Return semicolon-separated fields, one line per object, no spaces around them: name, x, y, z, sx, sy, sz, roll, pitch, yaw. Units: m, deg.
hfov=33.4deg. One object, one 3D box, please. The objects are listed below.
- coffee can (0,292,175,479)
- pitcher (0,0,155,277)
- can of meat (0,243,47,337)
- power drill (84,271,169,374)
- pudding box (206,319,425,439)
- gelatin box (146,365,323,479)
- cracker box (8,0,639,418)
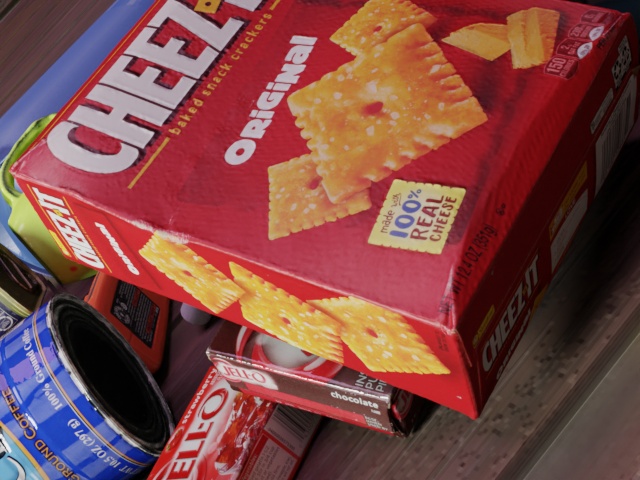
coffee can;-0.162;0.109;0.561;0.140;0.102;0.103;-36;26;5
pitcher;-0.190;-0.090;0.900;0.149;0.145;0.242;-3;45;41
can of meat;-0.234;0.051;0.709;0.084;0.057;0.102;-46;14;1
power drill;-0.181;0.090;0.693;0.188;0.057;0.184;-41;23;15
pudding box;0.016;0.023;0.471;0.090;0.039;0.113;11;55;29
gelatin box;-0.043;0.099;0.495;0.073;0.030;0.089;-12;41;50
cracker box;0.003;-0.042;0.450;0.214;0.072;0.164;19;60;28
